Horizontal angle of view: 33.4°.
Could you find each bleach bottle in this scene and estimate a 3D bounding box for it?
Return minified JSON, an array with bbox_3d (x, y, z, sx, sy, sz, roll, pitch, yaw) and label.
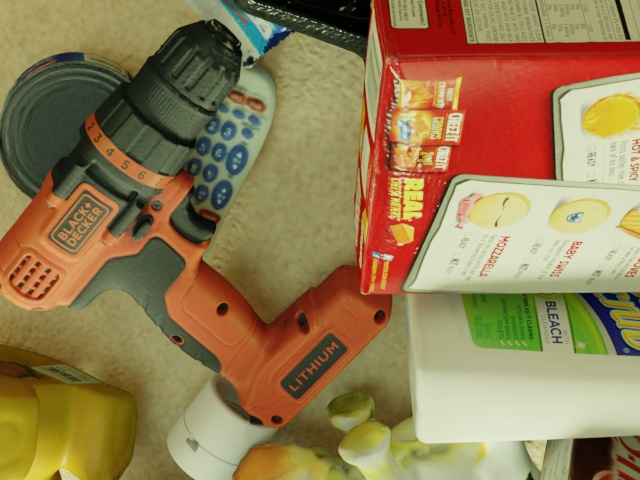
[{"bbox_3d":[0.171,0.050,0.537,0.251,0.102,0.068,-2,127,2],"label":"bleach bottle"}]

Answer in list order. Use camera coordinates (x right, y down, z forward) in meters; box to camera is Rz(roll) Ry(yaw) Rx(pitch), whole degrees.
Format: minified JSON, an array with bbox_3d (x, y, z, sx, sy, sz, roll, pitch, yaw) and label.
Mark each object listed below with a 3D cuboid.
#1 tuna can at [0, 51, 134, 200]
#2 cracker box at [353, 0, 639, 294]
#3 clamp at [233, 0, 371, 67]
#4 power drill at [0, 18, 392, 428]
[{"bbox_3d":[-0.134,-0.060,0.591,0.086,0.034,0.086,-5,111,-12],"label":"tuna can"},{"bbox_3d":[0.124,-0.047,0.463,0.213,0.072,0.164,-1,145,-2],"label":"cracker box"},{"bbox_3d":[0.038,-0.095,0.497,0.120,0.039,0.171,-5,150,23],"label":"clamp"},{"bbox_3d":[-0.054,0.001,0.567,0.187,0.057,0.185,38,110,-17],"label":"power drill"}]
